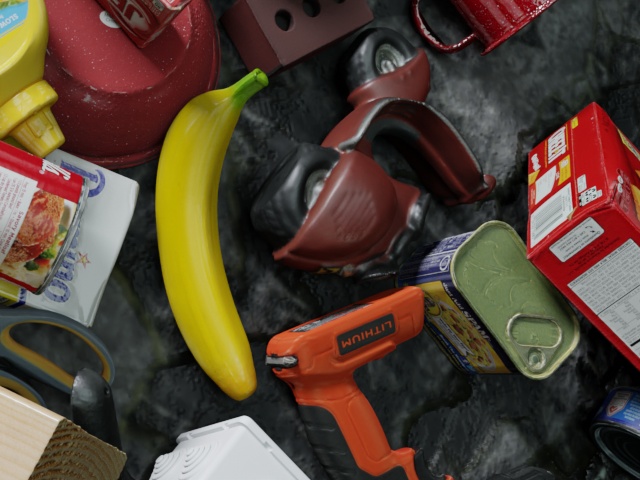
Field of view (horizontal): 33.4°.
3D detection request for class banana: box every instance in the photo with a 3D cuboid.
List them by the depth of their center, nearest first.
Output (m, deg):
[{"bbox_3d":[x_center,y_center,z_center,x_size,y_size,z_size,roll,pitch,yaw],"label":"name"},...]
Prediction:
[{"bbox_3d":[-0.069,-0.004,0.644,0.037,0.070,0.198,-4,96,-53],"label":"banana"}]

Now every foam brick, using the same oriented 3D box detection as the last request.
[{"bbox_3d":[-0.015,-0.144,0.692,0.078,0.051,0.053,-33,97,-24],"label":"foam brick"}]

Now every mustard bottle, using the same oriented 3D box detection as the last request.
[{"bbox_3d":[-0.201,-0.124,0.560,0.096,0.058,0.191,-41,99,-21],"label":"mustard bottle"}]

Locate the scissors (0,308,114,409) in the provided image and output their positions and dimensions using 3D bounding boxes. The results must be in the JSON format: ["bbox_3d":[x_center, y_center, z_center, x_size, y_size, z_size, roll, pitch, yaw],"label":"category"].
[{"bbox_3d":[-0.211,0.051,0.575,0.201,0.016,0.096,25,103,-21],"label":"scissors"}]

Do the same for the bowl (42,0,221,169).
[{"bbox_3d":[-0.128,-0.126,0.639,0.161,0.055,0.162,3,82,-23],"label":"bowl"}]

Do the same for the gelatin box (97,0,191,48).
[{"bbox_3d":[-0.110,-0.154,0.578,0.030,0.073,0.089,-45,102,-21],"label":"gelatin box"}]

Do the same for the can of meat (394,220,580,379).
[{"bbox_3d":[0.107,0.042,0.702,0.057,0.084,0.102,-42,100,-23],"label":"can of meat"}]

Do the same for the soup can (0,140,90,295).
[{"bbox_3d":[-0.179,-0.021,0.545,0.102,0.069,0.068,24,74,-21],"label":"soup can"}]

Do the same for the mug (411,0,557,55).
[{"bbox_3d":[0.115,-0.182,0.742,0.117,0.093,0.081,-38,95,14],"label":"mug"}]

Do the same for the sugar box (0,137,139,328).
[{"bbox_3d":[-0.198,-0.021,0.599,0.176,0.048,0.093,22,75,-18],"label":"sugar box"}]

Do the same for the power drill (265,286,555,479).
[{"bbox_3d":[0.056,0.128,0.683,0.184,0.057,0.187,-20,91,-24],"label":"power drill"}]
